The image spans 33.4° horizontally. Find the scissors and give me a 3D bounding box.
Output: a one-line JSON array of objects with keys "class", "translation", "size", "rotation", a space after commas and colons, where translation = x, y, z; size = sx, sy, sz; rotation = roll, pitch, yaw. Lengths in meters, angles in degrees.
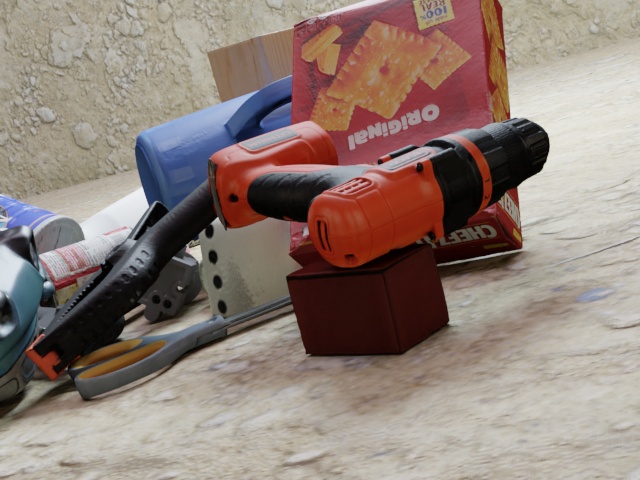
[{"class": "scissors", "translation": [-0.095, 0.066, 0.765], "size": [0.201, 0.016, 0.096], "rotation": [-24, 12, -40]}]

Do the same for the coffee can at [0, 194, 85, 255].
[{"class": "coffee can", "translation": [-0.321, 0.006, 1.061], "size": [0.140, 0.103, 0.102], "rotation": [18, 23, 21]}]

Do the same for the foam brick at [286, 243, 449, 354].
[{"class": "foam brick", "translation": [0.028, 0.035, 0.638], "size": [0.078, 0.051, 0.052], "rotation": [-6, 12, 43]}]

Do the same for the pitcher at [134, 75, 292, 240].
[{"class": "pitcher", "translation": [-0.042, -0.087, 0.989], "size": [0.242, 0.149, 0.145], "rotation": [-18, 21, -16]}]

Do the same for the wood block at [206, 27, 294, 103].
[{"class": "wood block", "translation": [-0.034, -0.115, 1.130], "size": [0.090, 0.206, 0.090], "rotation": [-23, 12, -41]}]

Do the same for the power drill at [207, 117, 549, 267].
[{"class": "power drill", "translation": [0.029, -0.043, 0.690], "size": [0.184, 0.057, 0.188], "rotation": [-22, 19, -34]}]

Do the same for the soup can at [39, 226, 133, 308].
[{"class": "soup can", "translation": [-0.215, 0.033, 0.997], "size": [0.102, 0.068, 0.069], "rotation": [-21, 11, -32]}]

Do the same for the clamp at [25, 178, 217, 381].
[{"class": "clamp", "translation": [-0.129, 0.014, 0.770], "size": [0.165, 0.036, 0.209], "rotation": [-28, 19, 46]}]

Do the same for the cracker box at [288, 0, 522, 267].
[{"class": "cracker box", "translation": [0.060, -0.087, 0.817], "size": [0.164, 0.213, 0.072], "rotation": [-12, -28, 25]}]

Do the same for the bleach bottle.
[{"class": "bleach bottle", "translation": [-0.228, -0.013, 1.234], "size": [0.103, 0.068, 0.250], "rotation": [-47, -7, 32]}]
